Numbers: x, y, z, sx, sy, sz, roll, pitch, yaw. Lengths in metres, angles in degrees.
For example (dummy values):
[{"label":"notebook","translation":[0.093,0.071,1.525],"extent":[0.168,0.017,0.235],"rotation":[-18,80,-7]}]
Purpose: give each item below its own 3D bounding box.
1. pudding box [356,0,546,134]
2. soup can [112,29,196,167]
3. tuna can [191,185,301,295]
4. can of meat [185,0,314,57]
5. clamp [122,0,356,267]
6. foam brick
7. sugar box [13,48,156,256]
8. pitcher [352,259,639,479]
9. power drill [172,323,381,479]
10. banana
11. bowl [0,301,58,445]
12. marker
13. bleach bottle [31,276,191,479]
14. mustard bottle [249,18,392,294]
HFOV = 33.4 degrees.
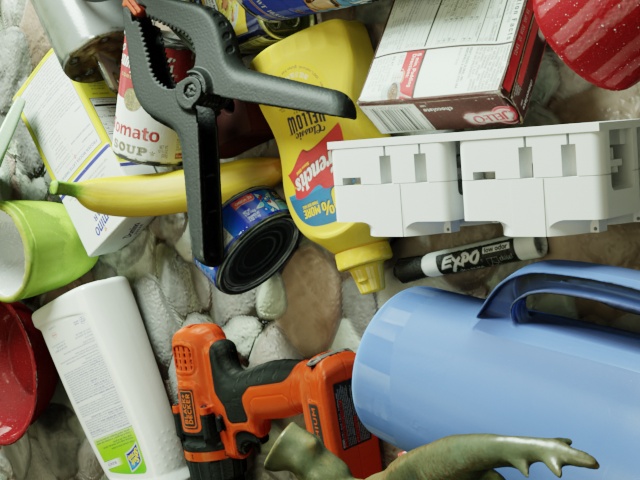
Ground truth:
[{"label":"pudding box","translation":[0.087,-0.118,0.685],"extent":[0.114,0.039,0.090],"rotation":[2,63,39]},{"label":"soup can","translation":[-0.134,-0.119,0.885],"extent":[0.069,0.068,0.102],"rotation":[25,113,36]},{"label":"tuna can","translation":[-0.055,0.001,0.823],"extent":[0.034,0.085,0.086],"rotation":[45,123,25]},{"label":"can of meat","translation":[-0.058,-0.193,0.814],"extent":[0.084,0.057,0.102],"rotation":[-10,89,44]},{"label":"clamp","translation":[-0.087,-0.096,0.777],"extent":[0.210,0.036,0.165],"rotation":[47,111,24]},{"label":"foam brick","translation":[-0.069,-0.099,0.841],"extent":[0.078,0.051,0.053],"rotation":[-20,83,41]},{"label":"sugar box","translation":[-0.210,-0.084,0.972],"extent":[0.093,0.048,0.176],"rotation":[-39,75,38]},{"label":"pitcher","translation":[0.138,0.095,0.642],"extent":[0.243,0.144,0.149],"rotation":[16,78,42]},{"label":"power drill","translation":[-0.042,0.157,0.854],"extent":[0.188,0.057,0.184],"rotation":[-5,96,41]},{"label":"banana","translation":[-0.116,-0.041,0.869],"extent":[0.198,0.069,0.037],"rotation":[-6,90,12]},{"label":"bowl","translation":[-0.316,0.124,1.089],"extent":[0.162,0.055,0.162],"rotation":[8,102,40]},{"label":"marker","translation":[0.099,0.012,0.733],"extent":[0.121,0.020,0.020],"rotation":[-14,88,42]},{"label":"bleach bottle","translation":[-0.178,0.165,0.973],"extent":[0.103,0.067,0.251],"rotation":[-26,81,41]},{"label":"mustard bottle","translation":[0.013,-0.055,0.772],"extent":[0.096,0.058,0.191],"rotation":[-19,85,36]}]
